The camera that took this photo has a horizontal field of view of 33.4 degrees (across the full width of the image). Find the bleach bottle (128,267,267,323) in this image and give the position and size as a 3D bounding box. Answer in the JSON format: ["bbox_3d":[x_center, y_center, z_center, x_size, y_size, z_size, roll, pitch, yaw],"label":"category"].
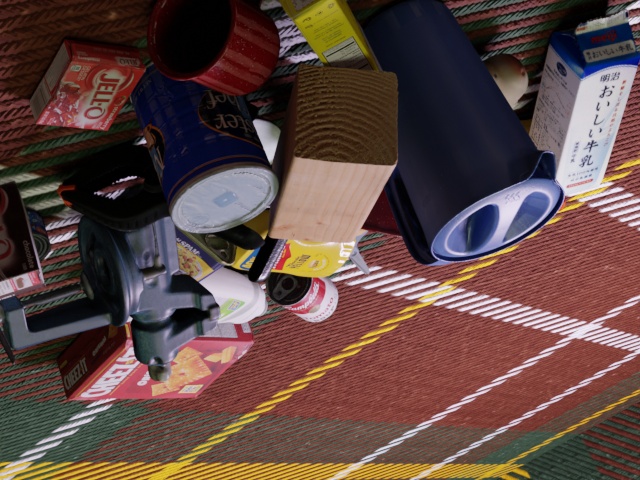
[{"bbox_3d":[-0.155,0.072,1.359,0.103,0.068,0.250,-33,154,22],"label":"bleach bottle"}]

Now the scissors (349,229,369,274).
[{"bbox_3d":[0.054,0.001,1.440,0.096,0.016,0.201,-33,152,20],"label":"scissors"}]

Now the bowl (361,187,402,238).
[{"bbox_3d":[0.080,-0.041,1.277,0.161,0.162,0.055,6,99,-45],"label":"bowl"}]

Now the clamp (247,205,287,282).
[{"bbox_3d":[-0.043,-0.046,1.204,0.171,0.039,0.120,-46,134,-17],"label":"clamp"}]

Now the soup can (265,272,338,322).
[{"bbox_3d":[-0.024,0.068,1.446,0.068,0.068,0.102,-29,154,12],"label":"soup can"}]

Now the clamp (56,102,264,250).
[{"bbox_3d":[-0.152,-0.048,1.050,0.210,0.164,0.036,-12,151,0],"label":"clamp"}]

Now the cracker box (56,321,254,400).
[{"bbox_3d":[-0.220,0.152,1.445,0.213,0.072,0.164,6,142,-43],"label":"cracker box"}]

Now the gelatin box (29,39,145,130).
[{"bbox_3d":[-0.208,-0.137,0.953,0.073,0.030,0.089,1,146,-40],"label":"gelatin box"}]

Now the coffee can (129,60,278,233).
[{"bbox_3d":[-0.109,-0.093,0.990,0.102,0.140,0.103,-18,154,-9],"label":"coffee can"}]

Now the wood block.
[{"bbox_3d":[0.007,-0.074,0.999,0.090,0.091,0.206,4,160,-7],"label":"wood block"}]

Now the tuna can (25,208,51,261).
[{"bbox_3d":[-0.328,0.002,1.116,0.086,0.034,0.086,-18,156,-9],"label":"tuna can"}]

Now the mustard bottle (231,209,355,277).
[{"bbox_3d":[-0.058,0.002,1.291,0.191,0.058,0.096,7,146,-34],"label":"mustard bottle"}]

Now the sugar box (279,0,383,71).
[{"bbox_3d":[0.007,-0.195,0.944,0.048,0.093,0.176,-28,154,12],"label":"sugar box"}]

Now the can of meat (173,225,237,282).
[{"bbox_3d":[-0.159,0.005,1.200,0.084,0.057,0.102,-33,121,26],"label":"can of meat"}]

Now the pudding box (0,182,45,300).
[{"bbox_3d":[-0.325,0.006,1.039,0.090,0.113,0.039,-19,151,-10],"label":"pudding box"}]

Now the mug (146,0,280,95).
[{"bbox_3d":[-0.083,-0.183,0.916,0.081,0.093,0.117,15,99,-58],"label":"mug"}]

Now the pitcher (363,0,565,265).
[{"bbox_3d":[0.117,-0.104,1.030,0.149,0.243,0.145,-24,154,3],"label":"pitcher"}]
